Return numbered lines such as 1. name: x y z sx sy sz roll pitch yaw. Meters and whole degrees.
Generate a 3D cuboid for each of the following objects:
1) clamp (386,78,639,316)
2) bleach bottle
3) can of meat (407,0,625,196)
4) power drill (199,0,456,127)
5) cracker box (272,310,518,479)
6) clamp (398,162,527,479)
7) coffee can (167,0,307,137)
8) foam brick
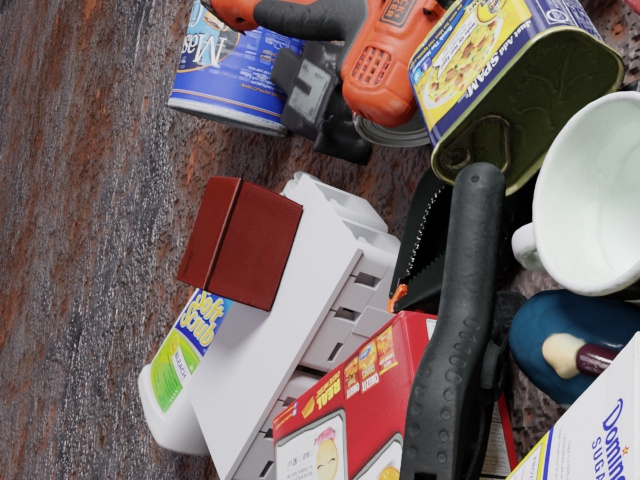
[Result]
1. clamp: 0.102 -0.036 0.597 0.210 0.036 0.165 -64 29 16
2. bleach bottle: -0.065 0.051 0.851 0.251 0.068 0.103 -61 32 25
3. can of meat: 0.094 -0.086 0.546 0.102 0.057 0.084 -49 34 30
4. power drill: 0.022 -0.176 0.653 0.188 0.057 0.184 27 87 38
5. cracker box: 0.043 0.170 0.584 0.164 0.072 0.213 -46 41 47
6. clamp: 0.067 0.050 0.503 0.039 0.120 0.171 -2 43 24
7. coffee can: -0.061 -0.167 0.889 0.103 0.102 0.140 17 94 63
8. foam brick: -0.055 0.001 0.718 0.053 0.051 0.078 14 86 61
